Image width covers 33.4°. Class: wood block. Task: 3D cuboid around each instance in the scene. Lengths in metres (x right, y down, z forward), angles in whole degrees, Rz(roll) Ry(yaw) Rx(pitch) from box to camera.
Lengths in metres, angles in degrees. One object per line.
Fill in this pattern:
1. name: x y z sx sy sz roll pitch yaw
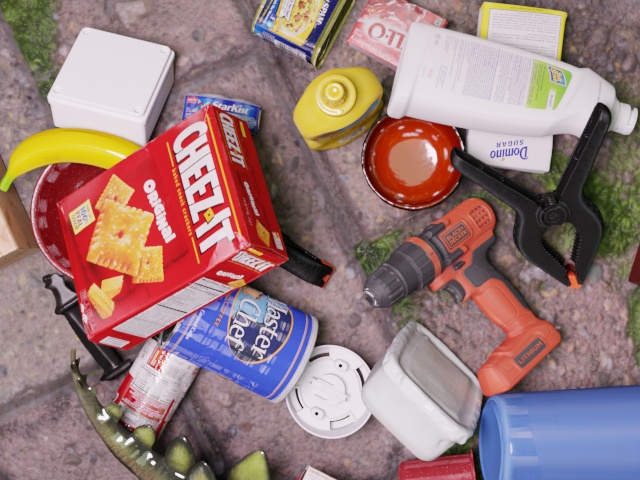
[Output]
1. wood block: -0.402 -0.065 1.182 0.091 0.090 0.206 -26 88 3

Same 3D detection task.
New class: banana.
1. banana: -0.249 -0.087 1.145 0.198 0.037 0.070 2 115 6

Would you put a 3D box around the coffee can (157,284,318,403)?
1. coffee can: -0.088 0.098 1.135 0.140 0.103 0.103 27 91 -13

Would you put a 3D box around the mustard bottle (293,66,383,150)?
1. mustard bottle: 0.018 -0.139 1.105 0.096 0.191 0.058 -29 88 2

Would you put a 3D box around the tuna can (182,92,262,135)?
1. tuna can: -0.108 -0.137 1.166 0.086 0.086 0.034 9 91 3

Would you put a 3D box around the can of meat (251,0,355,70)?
1. can of meat: -0.018 -0.253 1.177 0.084 0.057 0.102 28 90 6

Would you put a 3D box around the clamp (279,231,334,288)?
1. clamp: -0.058 0.001 1.152 0.039 0.171 0.120 -50 45 6

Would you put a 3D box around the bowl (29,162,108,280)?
1. bowl: -0.236 -0.030 1.187 0.162 0.055 0.162 0 89 4

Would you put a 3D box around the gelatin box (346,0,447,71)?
1. gelatin box: 0.085 -0.230 1.183 0.089 0.030 0.073 30 91 4

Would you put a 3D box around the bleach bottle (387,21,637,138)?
1. bleach bottle: 0.203 -0.148 1.108 0.251 0.068 0.102 15 76 -2

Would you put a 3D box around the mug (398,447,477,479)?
1. mug: 0.131 0.283 1.152 0.081 0.093 0.117 -8 125 8

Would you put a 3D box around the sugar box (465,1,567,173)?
1. sugar box: 0.211 -0.166 1.167 0.093 0.048 0.176 7 93 2

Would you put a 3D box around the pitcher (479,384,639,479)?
1. pitcher: 0.291 0.219 1.101 0.242 0.145 0.149 0 84 -6

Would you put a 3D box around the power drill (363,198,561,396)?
1. power drill: 0.154 0.068 1.131 0.184 0.057 0.187 -35 92 -27

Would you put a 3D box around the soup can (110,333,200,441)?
1. soup can: -0.182 0.160 1.175 0.068 0.068 0.102 30 91 3

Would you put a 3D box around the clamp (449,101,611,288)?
1. clamp: 0.249 -0.041 1.115 0.165 0.036 0.210 -22 119 18

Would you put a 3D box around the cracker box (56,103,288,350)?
1. cracker box: -0.153 -0.011 1.059 0.214 0.072 0.164 -29 63 24
